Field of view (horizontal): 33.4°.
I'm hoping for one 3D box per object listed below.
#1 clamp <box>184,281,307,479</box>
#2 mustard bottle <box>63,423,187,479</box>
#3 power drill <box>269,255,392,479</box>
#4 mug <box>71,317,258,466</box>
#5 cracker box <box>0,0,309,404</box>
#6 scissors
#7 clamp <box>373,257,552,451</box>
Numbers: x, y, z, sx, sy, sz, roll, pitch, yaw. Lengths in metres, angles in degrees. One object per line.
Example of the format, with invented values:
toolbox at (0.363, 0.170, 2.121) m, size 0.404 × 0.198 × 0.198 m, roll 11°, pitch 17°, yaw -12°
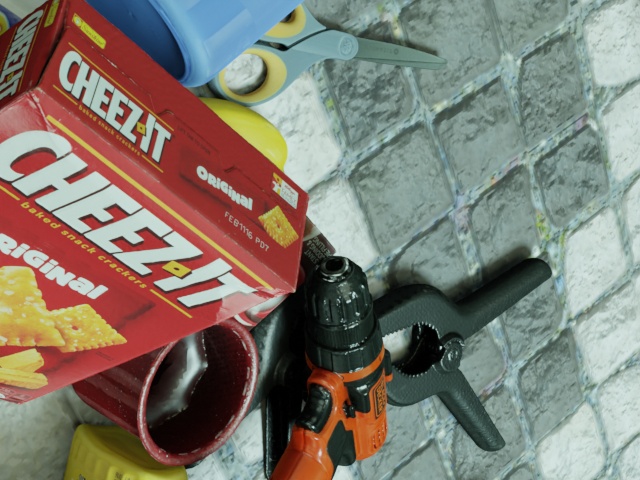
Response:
clamp at (-0.027, 0.096, 0.742) m, size 0.171 × 0.039 × 0.120 m, roll -59°, pitch 144°, yaw -10°
mustard bottle at (-0.137, 0.217, 0.654) m, size 0.058 × 0.096 × 0.192 m, roll 11°, pitch 95°, yaw -41°
power drill at (-0.012, 0.125, 0.671) m, size 0.187 × 0.057 × 0.184 m, roll -54°, pitch 148°, yaw -37°
mug at (-0.100, 0.067, 0.641) m, size 0.093 × 0.082 × 0.117 m, roll -33°, pitch 128°, yaw -37°
cracker box at (-0.139, -0.003, 0.527) m, size 0.164 × 0.214 × 0.072 m, roll 39°, pitch 41°, yaw -36°
scissors at (0.002, -0.116, 0.720) m, size 0.201 × 0.016 × 0.096 m, roll 22°, pitch 90°, yaw -37°
clamp at (0.097, 0.074, 0.826) m, size 0.209 × 0.036 × 0.164 m, roll 19°, pitch 90°, yaw -39°
